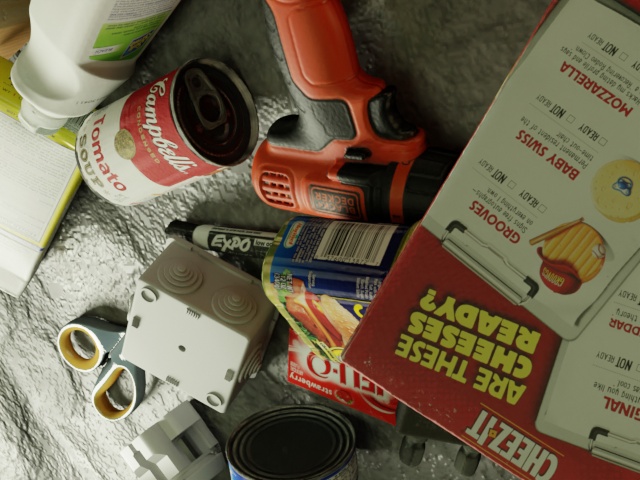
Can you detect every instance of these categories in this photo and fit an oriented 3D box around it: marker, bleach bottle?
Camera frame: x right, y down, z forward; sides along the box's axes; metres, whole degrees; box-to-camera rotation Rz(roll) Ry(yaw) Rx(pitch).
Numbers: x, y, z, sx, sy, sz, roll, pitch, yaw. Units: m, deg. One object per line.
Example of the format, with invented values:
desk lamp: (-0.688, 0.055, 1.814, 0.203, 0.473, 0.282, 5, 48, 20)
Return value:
marker: (-0.055, 0.001, 0.699, 0.121, 0.020, 0.020, 7, 117, 33)
bleach bottle: (-0.121, -0.149, 0.610, 0.068, 0.102, 0.251, 53, 129, 12)

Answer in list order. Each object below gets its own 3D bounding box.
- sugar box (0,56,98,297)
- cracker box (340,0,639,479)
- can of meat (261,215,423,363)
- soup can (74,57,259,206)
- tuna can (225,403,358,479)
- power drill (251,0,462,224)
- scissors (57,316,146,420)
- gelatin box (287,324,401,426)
sugar box: (-0.225, -0.041, 0.769, 0.093, 0.048, 0.176, 30, 134, -10)
cracker box: (0.135, 0.004, 0.462, 0.164, 0.072, 0.214, 31, 94, 20)
can of meat: (0.028, 0.031, 0.580, 0.084, 0.057, 0.102, 6, 147, 33)
soup can: (-0.097, -0.065, 0.664, 0.102, 0.068, 0.068, -17, 102, 41)
tuna can: (-0.018, 0.145, 0.704, 0.086, 0.086, 0.034, 11, 121, 32)
power drill: (0.030, -0.084, 0.554, 0.185, 0.057, 0.187, 10, 126, 31)
scissors: (-0.148, 0.060, 0.801, 0.096, 0.016, 0.202, 39, 130, 14)
gelatin box: (0.023, 0.069, 0.671, 0.089, 0.030, 0.073, 20, 123, 28)
